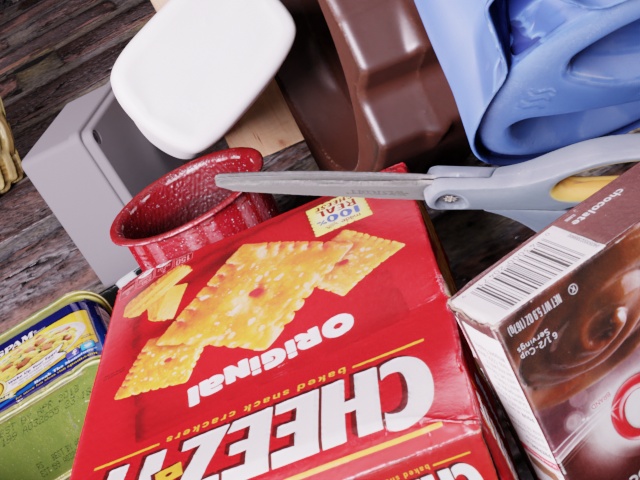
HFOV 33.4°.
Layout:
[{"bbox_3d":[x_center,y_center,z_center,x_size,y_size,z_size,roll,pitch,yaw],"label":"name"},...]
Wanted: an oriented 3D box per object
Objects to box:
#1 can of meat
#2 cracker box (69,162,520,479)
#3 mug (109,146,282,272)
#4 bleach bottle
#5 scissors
[{"bbox_3d":[-0.143,0.083,0.563,0.102,0.057,0.084,-32,27,-8],"label":"can of meat"},{"bbox_3d":[-0.015,0.063,0.449,0.164,0.072,0.213,-23,25,9],"label":"cracker box"},{"bbox_3d":[-0.054,0.001,0.600,0.093,0.081,0.117,-18,26,20],"label":"mug"},{"bbox_3d":[-0.079,-0.089,0.668,0.102,0.068,0.251,-50,5,-9],"label":"bleach bottle"},{"bbox_3d":[0.066,-0.013,0.442,0.202,0.096,0.016,-5,63,21],"label":"scissors"}]
